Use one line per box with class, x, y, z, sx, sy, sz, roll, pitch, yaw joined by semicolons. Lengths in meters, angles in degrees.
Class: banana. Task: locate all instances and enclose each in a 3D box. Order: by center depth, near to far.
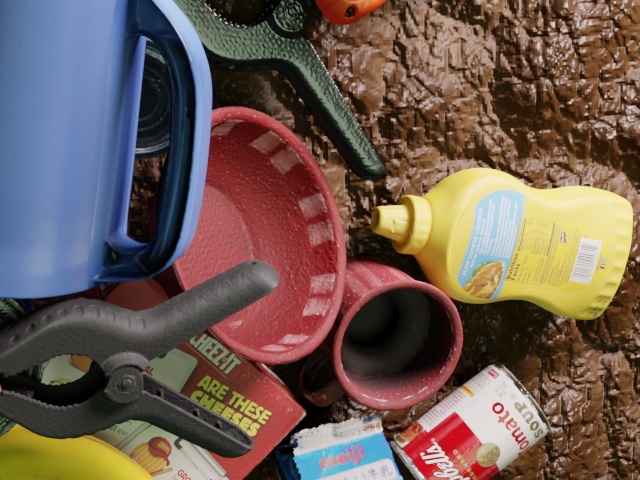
banana;-0.147;0.151;0.640;0.197;0.037;0.069;29;84;-42

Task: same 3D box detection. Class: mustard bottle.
mustard bottle;0.126;-0.001;0.765;0.191;0.058;0.096;8;105;-21

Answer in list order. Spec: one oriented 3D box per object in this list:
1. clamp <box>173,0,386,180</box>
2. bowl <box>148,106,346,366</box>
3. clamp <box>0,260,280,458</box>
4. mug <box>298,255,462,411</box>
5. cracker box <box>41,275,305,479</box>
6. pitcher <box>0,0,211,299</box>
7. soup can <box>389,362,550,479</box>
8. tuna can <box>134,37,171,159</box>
clamp;-0.014;-0.153;0.683;0.209;0.036;0.164;26;89;-19
bowl;-0.054;0.001;0.669;0.161;0.055;0.162;20;64;-47
clamp;-0.103;0.077;0.577;0.171;0.039;0.120;-7;109;-18
mug;0.031;0.068;0.742;0.117;0.082;0.093;-45;114;-1
cracker box;-0.144;0.133;0.711;0.213;0.072;0.164;-46;116;-1
pitcher;-0.138;-0.098;0.536;0.149;0.145;0.243;1;115;-28
soup can;0.112;0.148;0.802;0.102;0.069;0.068;-37;114;-6
tuna can;-0.113;-0.093;0.653;0.086;0.033;0.086;1;122;2
